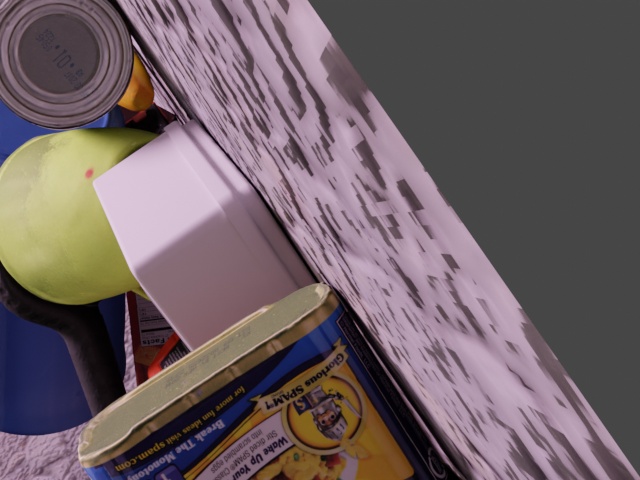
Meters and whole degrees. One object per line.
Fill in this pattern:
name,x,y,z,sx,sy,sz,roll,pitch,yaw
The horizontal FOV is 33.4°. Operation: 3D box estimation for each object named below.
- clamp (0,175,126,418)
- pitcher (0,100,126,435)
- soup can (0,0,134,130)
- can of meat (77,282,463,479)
clamp,-0.135,0.033,0.600,0.171,0.120,0.039,38,147,-31
pitcher,-0.196,0.015,0.706,0.149,0.145,0.243,-103,19,-44
soup can,-0.124,-0.089,0.517,0.068,0.068,0.102,56,176,-12
can of meat,-0.016,0.074,0.350,0.084,0.102,0.057,58,175,-10
